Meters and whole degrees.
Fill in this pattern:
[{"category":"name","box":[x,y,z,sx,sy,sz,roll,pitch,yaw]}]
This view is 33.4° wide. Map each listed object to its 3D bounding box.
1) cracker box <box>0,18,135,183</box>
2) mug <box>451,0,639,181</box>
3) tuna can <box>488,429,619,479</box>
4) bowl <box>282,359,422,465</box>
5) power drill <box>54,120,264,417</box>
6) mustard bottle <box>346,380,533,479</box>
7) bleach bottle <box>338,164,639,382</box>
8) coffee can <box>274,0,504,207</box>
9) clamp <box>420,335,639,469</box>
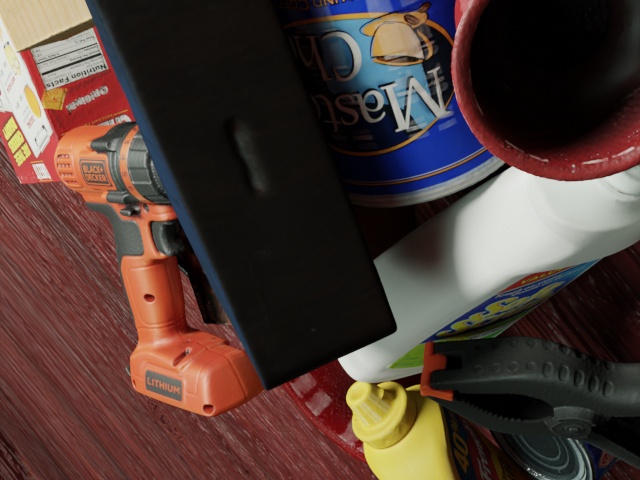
[{"category":"cracker box","box":[-0.218,-0.154,0.804,0.164,0.072,0.213,4,117,62]},{"category":"mug","box":[0.107,-0.081,0.412,0.117,0.081,0.093,2,116,2]},{"category":"tuna can","box":[0.143,0.115,0.659,0.086,0.033,0.086,37,150,26]},{"category":"bowl","box":[0.026,0.091,0.787,0.162,0.055,0.162,37,150,26]},{"category":"power drill","box":[-0.090,0.014,0.675,0.185,0.057,0.187,8,116,51]},{"category":"mustard bottle","box":[0.081,0.146,0.678,0.191,0.058,0.096,43,-157,-30]},{"category":"bleach bottle","box":[0.088,0.006,0.538,0.251,0.102,0.068,131,125,-63]},{"category":"coffee can","box":[0.030,-0.101,0.496,0.103,0.102,0.140,18,138,48]},{"category":"clamp","box":[0.137,0.088,0.562,0.171,0.039,0.120,9,141,8]}]
